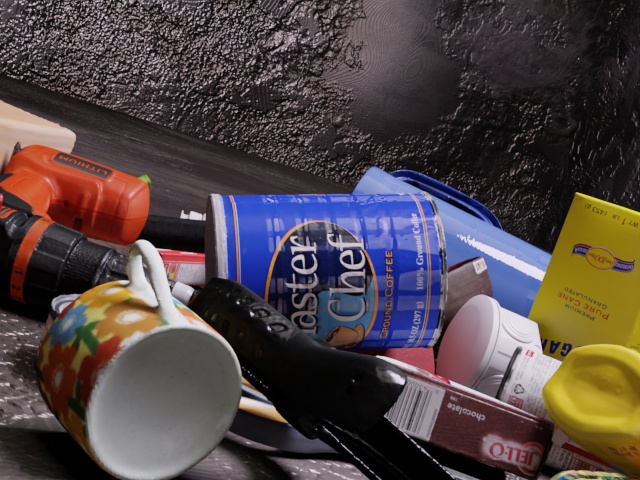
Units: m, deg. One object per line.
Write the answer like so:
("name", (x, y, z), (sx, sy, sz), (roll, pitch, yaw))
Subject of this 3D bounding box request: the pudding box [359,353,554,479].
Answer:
("pudding box", (0.071, 0.102, 0.628), (0.113, 0.039, 0.090), (22, -6, 0))

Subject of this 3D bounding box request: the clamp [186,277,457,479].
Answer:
("clamp", (-0.003, 0.062, 0.461), (0.210, 0.036, 0.164), (33, -17, 41))

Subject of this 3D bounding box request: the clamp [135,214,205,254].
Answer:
("clamp", (-0.055, 0.001, 0.789), (0.120, 0.039, 0.172), (-7, 9, -39))

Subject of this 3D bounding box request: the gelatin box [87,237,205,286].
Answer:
("gelatin box", (-0.140, 0.009, 0.863), (0.089, 0.030, 0.073), (24, 9, 30))

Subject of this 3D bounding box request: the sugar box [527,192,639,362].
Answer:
("sugar box", (0.204, 0.062, 0.801), (0.048, 0.176, 0.093), (17, 6, -41))

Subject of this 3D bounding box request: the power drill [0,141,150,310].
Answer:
("power drill", (-0.173, -0.009, 0.699), (0.184, 0.057, 0.187), (20, 14, 2))

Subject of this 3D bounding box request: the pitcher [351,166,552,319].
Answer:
("pitcher", (0.138, 0.020, 1.130), (0.243, 0.149, 0.145), (24, 2, 11))

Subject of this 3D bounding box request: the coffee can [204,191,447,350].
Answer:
("coffee can", (-0.001, 0.021, 0.680), (0.140, 0.103, 0.103), (-1, 10, -9))

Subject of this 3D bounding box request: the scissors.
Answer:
("scissors", (0.024, 0.111, 0.555), (0.202, 0.016, 0.096), (21, 5, 16))

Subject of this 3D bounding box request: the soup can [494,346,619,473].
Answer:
("soup can", (0.166, 0.118, 0.698), (0.102, 0.068, 0.068), (21, 7, 15))
